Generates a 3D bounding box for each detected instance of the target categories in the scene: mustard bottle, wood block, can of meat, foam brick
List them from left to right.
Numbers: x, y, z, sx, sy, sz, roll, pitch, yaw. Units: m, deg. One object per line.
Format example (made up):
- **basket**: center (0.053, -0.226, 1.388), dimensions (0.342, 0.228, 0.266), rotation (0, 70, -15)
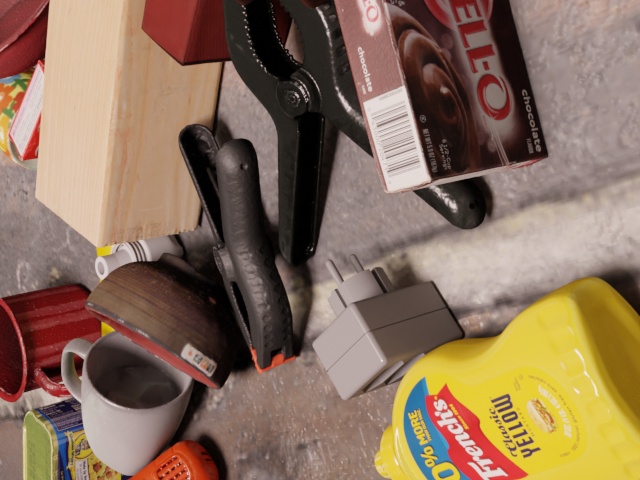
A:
- **can of meat**: center (-0.200, 0.180, 0.896), dimensions (0.058, 0.083, 0.102), rotation (23, 117, 43)
- **wood block**: center (-0.130, -0.111, 0.738), dimensions (0.091, 0.090, 0.206), rotation (33, 122, 39)
- **foam brick**: center (-0.063, -0.145, 0.662), dimensions (0.053, 0.078, 0.051), rotation (42, 130, 34)
- **mustard bottle**: center (0.092, 0.095, 0.561), dimensions (0.192, 0.058, 0.096), rotation (-35, 84, 48)

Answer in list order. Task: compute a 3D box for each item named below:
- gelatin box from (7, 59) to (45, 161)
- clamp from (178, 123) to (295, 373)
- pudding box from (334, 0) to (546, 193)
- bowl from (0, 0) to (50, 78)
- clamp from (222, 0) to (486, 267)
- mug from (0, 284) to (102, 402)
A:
- **gelatin box**: center (-0.191, -0.101, 0.822), dimensions (0.030, 0.073, 0.089), rotation (58, 136, 21)
- **clamp**: center (-0.055, 0.001, 0.705), dimensions (0.120, 0.039, 0.171), rotation (-129, 27, -63)
- **pudding box**: center (0.060, -0.085, 0.528), dimensions (0.039, 0.089, 0.113), rotation (-12, 91, 51)
- **bowl**: center (-0.250, -0.182, 0.847), dimensions (0.162, 0.055, 0.162), rotation (-14, 56, 22)
- **clamp**: center (0.005, -0.084, 0.608), dimensions (0.165, 0.036, 0.210), rotation (-4, 111, 46)
- **mug**: center (-0.231, 0.090, 0.910), dimensions (0.117, 0.081, 0.093), rotation (40, 127, 36)
